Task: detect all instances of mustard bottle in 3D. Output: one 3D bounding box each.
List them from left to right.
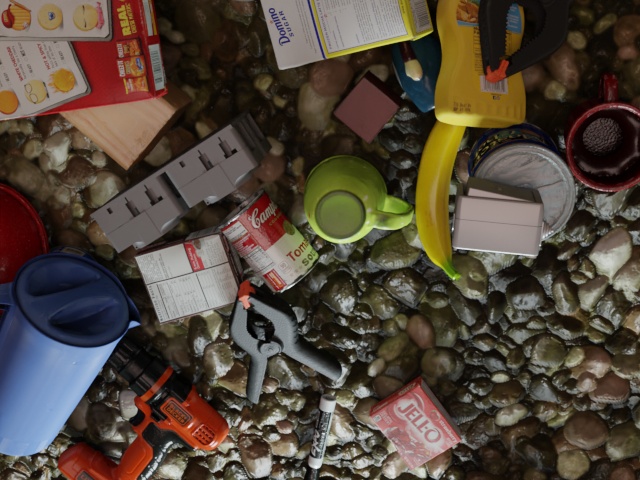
[{"bbox_3d":[0.165,-0.216,1.104,0.096,0.058,0.191,2,86,-23],"label":"mustard bottle"}]

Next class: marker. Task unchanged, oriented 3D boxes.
[{"bbox_3d":[-0.001,0.244,1.292,0.020,0.020,0.121,12,107,3],"label":"marker"}]

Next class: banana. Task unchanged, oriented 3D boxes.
[{"bbox_3d":[0.134,-0.058,1.170,0.070,0.037,0.198,8,101,43],"label":"banana"}]

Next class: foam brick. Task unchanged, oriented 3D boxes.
[{"bbox_3d":[0.052,-0.144,1.145,0.051,0.078,0.053,40,106,-4],"label":"foam brick"}]

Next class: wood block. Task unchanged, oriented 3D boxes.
[{"bbox_3d":[-0.252,-0.183,1.164,0.206,0.090,0.090,41,105,-5],"label":"wood block"}]

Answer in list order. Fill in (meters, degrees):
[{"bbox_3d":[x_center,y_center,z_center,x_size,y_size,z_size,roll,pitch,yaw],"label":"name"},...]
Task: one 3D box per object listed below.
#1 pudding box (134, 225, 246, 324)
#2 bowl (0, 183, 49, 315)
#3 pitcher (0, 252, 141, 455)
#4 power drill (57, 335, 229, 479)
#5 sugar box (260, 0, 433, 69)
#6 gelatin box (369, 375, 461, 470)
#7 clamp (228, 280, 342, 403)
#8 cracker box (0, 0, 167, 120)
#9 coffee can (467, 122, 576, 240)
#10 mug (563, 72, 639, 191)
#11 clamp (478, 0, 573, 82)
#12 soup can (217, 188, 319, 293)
[{"bbox_3d":[-0.149,0.039,1.242,0.113,0.039,0.090,-15,104,13],"label":"pudding box"},{"bbox_3d":[-0.397,0.013,1.235,0.162,0.055,0.162,3,100,20],"label":"bowl"},{"bbox_3d":[-0.326,0.136,1.213,0.149,0.144,0.243,38,126,5],"label":"pitcher"},{"bbox_3d":[-0.232,0.227,1.294,0.184,0.057,0.188,43,106,-6],"label":"power drill"},{"bbox_3d":[0.023,-0.239,1.101,0.177,0.048,0.093,-4,106,40],"label":"sugar box"},{"bbox_3d":[0.113,0.217,1.265,0.073,0.030,0.089,-34,99,14],"label":"gelatin box"},{"bbox_3d":[-0.064,0.122,1.237,0.120,0.039,0.171,-29,119,11],"label":"clamp"},{"bbox_3d":[-0.272,-0.212,1.074,0.214,0.072,0.164,-7,103,8],"label":"cracker box"},{"bbox_3d":[0.207,-0.063,1.116,0.103,0.140,0.103,2,106,6],"label":"coffee can"},{"bbox_3d":[0.300,-0.117,1.121,0.093,0.081,0.117,-3,106,8],"label":"mug"},{"bbox_3d":[0.227,-0.248,1.073,0.164,0.036,0.210,22,81,-9],"label":"clamp"},{"bbox_3d":[-0.058,0.001,1.204,0.068,0.068,0.102,-38,99,15],"label":"soup can"}]
